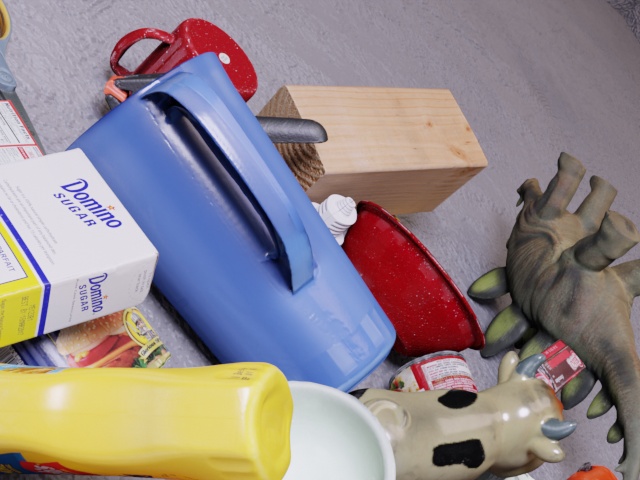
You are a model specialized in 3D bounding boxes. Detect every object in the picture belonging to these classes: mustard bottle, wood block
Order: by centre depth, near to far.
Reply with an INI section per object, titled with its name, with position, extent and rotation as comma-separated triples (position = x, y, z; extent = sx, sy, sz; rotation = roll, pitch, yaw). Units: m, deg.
[mustard bottle]
position = -0.113, 0.085, 0.505
extent = 0.096, 0.192, 0.058
rotation = 54, 37, -75
[wood block]
position = 0.039, -0.079, 0.961
extent = 0.205, 0.091, 0.090
rotation = -6, 64, -41

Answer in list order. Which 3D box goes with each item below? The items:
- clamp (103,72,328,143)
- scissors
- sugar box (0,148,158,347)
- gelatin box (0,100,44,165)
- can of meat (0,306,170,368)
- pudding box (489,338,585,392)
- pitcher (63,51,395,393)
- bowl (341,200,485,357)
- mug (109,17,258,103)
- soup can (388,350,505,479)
[clamp]
position = -0.093, -0.066, 0.823
extent = 0.171, 0.120, 0.039
rotation = 23, 7, -7
[scissors]
position = -0.237, -0.119, 0.731
extent = 0.096, 0.016, 0.202
rotation = 17, 42, -46
[sugar box]
position = -0.180, 0.012, 0.529
extent = 0.175, 0.048, 0.093
rotation = -14, 51, -37
[gelatin box]
position = -0.214, -0.051, 0.664
extent = 0.073, 0.030, 0.089
rotation = 55, 27, 12
[can of meat]
position = -0.142, 0.059, 0.606
extent = 0.084, 0.058, 0.102
rotation = 54, 27, 0
[pudding box]
position = 0.166, 0.137, 0.919
extent = 0.039, 0.114, 0.089
rotation = 54, 27, 14
[pitcher]
position = -0.055, 0.001, 0.722
extent = 0.243, 0.145, 0.149
rotation = 53, 20, -3
[bowl]
position = 0.064, 0.045, 0.896
extent = 0.162, 0.055, 0.162
rotation = 50, -10, 11
[mug]
position = -0.114, -0.131, 0.863
extent = 0.117, 0.082, 0.093
rotation = 32, 32, -32
[soup can]
position = 0.103, 0.149, 0.856
extent = 0.068, 0.069, 0.102
rotation = 20, 40, -45
